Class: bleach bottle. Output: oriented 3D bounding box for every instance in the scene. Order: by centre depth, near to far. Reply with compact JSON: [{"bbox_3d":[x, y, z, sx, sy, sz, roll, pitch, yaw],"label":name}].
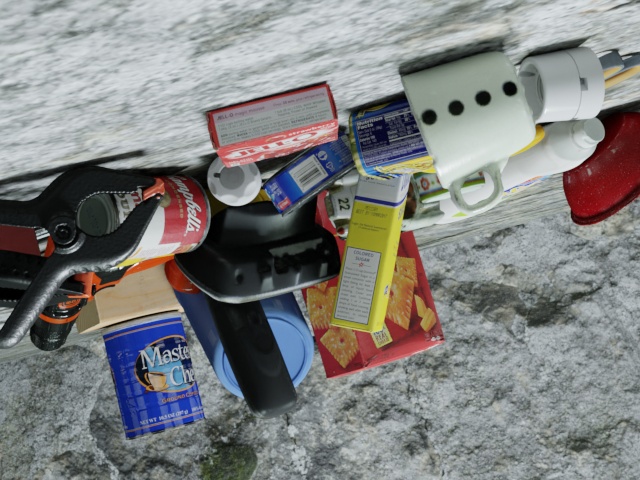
[{"bbox_3d":[0.222,-0.086,1.226,0.102,0.068,0.251,-14,173,-31],"label":"bleach bottle"}]

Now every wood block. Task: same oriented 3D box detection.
[{"bbox_3d":[-0.205,0.048,1.346,0.205,0.090,0.091,-11,174,-31],"label":"wood block"}]

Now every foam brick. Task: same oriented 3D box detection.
[{"bbox_3d":[-0.290,0.013,0.936,0.078,0.051,0.052,-19,174,39],"label":"foam brick"}]

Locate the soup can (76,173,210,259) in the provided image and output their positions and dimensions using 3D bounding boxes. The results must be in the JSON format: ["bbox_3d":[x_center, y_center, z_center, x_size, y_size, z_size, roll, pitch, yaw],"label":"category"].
[{"bbox_3d":[-0.150,-0.020,0.880,0.069,0.068,0.102,-18,173,39],"label":"soup can"}]

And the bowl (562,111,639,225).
[{"bbox_3d":[0.330,-0.094,1.217,0.162,0.055,0.162,-46,-167,13],"label":"bowl"}]

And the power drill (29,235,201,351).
[{"bbox_3d":[-0.207,0.039,1.107,0.187,0.057,0.185,-15,150,-34],"label":"power drill"}]

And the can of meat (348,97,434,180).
[{"bbox_3d":[0.076,-0.084,0.865,0.084,0.057,0.102,-13,175,18],"label":"can of meat"}]

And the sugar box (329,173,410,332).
[{"bbox_3d":[0.050,-0.007,0.968,0.048,0.176,0.093,13,179,8],"label":"sugar box"}]

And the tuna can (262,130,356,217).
[{"bbox_3d":[-0.007,-0.057,0.908,0.086,0.034,0.086,-35,180,0],"label":"tuna can"}]

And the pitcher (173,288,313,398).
[{"bbox_3d":[-0.084,0.090,1.207,0.145,0.149,0.243,-54,-157,8],"label":"pitcher"}]

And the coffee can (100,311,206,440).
[{"bbox_3d":[-0.209,0.169,1.334,0.103,0.140,0.103,-14,174,-2],"label":"coffee can"}]

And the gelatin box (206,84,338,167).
[{"bbox_3d":[-0.033,-0.080,0.758,0.089,0.030,0.073,-14,175,0],"label":"gelatin box"}]

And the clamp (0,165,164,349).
[{"bbox_3d":[-0.192,0.005,0.792,0.171,0.120,0.039,-17,-168,-8],"label":"clamp"}]

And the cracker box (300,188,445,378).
[{"bbox_3d":[0.051,0.039,1.250,0.072,0.214,0.163,-21,172,40],"label":"cracker box"}]

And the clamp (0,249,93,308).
[{"bbox_3d":[-0.285,0.028,0.839,0.210,0.036,0.164,-2,161,14],"label":"clamp"}]
